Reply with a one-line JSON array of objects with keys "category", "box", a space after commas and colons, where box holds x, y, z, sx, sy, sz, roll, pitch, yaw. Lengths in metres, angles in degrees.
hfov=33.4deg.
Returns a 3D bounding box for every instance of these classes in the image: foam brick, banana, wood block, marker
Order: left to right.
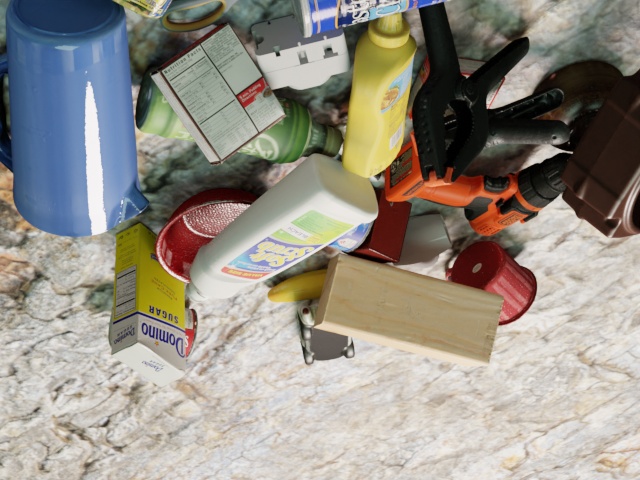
[{"category": "banana", "box": [0.032, 0.063, 1.409, 0.197, 0.037, 0.070, 2, 139, -15]}, {"category": "marker", "box": [0.039, -0.096, 1.232, 0.020, 0.020, 0.121, -29, 137, 22]}, {"category": "foam brick", "box": [0.068, -0.015, 1.279, 0.051, 0.078, 0.053, 24, 163, -34]}, {"category": "wood block", "box": [0.105, 0.086, 1.302, 0.206, 0.090, 0.091, 15, 172, -5]}]

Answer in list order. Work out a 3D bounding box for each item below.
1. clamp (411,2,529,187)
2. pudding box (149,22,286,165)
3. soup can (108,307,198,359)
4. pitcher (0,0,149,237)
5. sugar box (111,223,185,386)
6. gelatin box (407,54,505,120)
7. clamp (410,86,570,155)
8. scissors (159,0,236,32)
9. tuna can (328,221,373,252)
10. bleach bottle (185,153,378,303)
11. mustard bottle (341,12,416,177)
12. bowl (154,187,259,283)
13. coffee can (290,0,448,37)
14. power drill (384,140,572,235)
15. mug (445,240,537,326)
[{"category": "clamp", "box": [0.130, -0.157, 1.062, 0.164, 0.210, 0.036, 32, 157, -32]}, {"category": "pudding box", "box": [-0.100, -0.145, 1.061, 0.090, 0.039, 0.113, -38, 104, -16]}, {"category": "soup can", "box": [-0.219, 0.114, 1.395, 0.102, 0.068, 0.069, 12, 136, -23]}, {"category": "pitcher", "box": [-0.255, -0.133, 1.054, 0.149, 0.145, 0.243, -11, 139, -18]}, {"category": "sugar box", "box": [-0.202, 0.075, 1.264, 0.048, 0.176, 0.093, -27, 138, 19]}, {"category": "gelatin box", "box": [0.147, -0.163, 1.166, 0.089, 0.030, 0.073, 3, 139, -19]}, {"category": "clamp", "box": [0.185, -0.125, 1.140, 0.172, 0.120, 0.039, -4, 112, 22]}, {"category": "scissors", "box": [-0.072, -0.259, 1.015, 0.202, 0.016, 0.096, -22, 139, 14]}, {"category": "tuna can", "box": [0.028, -0.032, 1.257, 0.033, 0.086, 0.086, 18, 133, -28]}, {"category": "bleach bottle", "box": [-0.058, 0.001, 1.210, 0.102, 0.068, 0.251, 22, 134, -40]}, {"category": "mustard bottle", "box": [0.063, -0.161, 1.102, 0.058, 0.096, 0.192, 25, 142, 16]}, {"category": "bowl", "box": [-0.117, -0.013, 1.271, 0.162, 0.055, 0.162, -6, 140, -5]}, {"category": "coffee can", "box": [0.040, -0.251, 0.970, 0.140, 0.103, 0.103, -15, 141, -3]}, {"category": "power drill", "box": [0.183, -0.070, 1.238, 0.187, 0.057, 0.185, 16, 150, -24]}, {"category": "mug", "box": [0.216, 0.052, 1.407, 0.117, 0.093, 0.081, 4, 153, 46]}]
